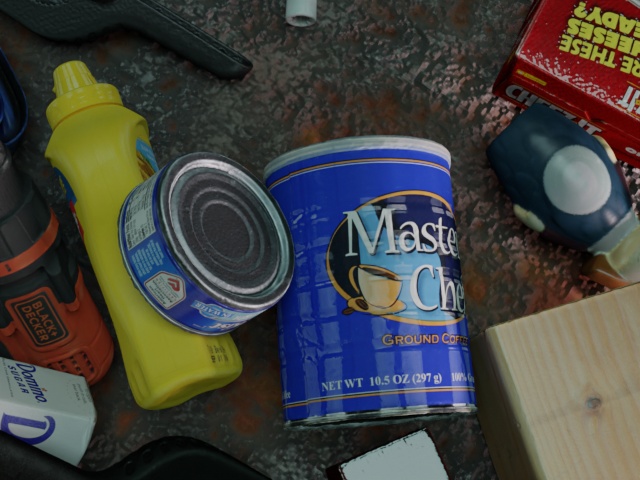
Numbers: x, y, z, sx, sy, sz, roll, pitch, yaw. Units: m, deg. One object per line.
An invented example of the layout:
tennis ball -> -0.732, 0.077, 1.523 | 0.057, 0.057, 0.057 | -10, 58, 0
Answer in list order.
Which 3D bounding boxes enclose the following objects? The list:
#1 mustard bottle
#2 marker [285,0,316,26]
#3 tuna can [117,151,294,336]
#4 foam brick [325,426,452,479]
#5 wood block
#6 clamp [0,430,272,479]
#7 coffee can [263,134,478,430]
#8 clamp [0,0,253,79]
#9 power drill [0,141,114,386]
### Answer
mustard bottle -> -0.101, -0.008, 0.568 | 0.058, 0.096, 0.191 | -22, 80, -3
marker -> -0.010, -0.191, 0.658 | 0.020, 0.020, 0.121 | 3, 77, -5
tuna can -> -0.053, 0.001, 0.516 | 0.086, 0.034, 0.086 | 28, 46, -34
foam brick -> 0.037, 0.133, 0.559 | 0.051, 0.078, 0.053 | -22, 78, -9
wood block -> 0.153, 0.137, 0.562 | 0.090, 0.090, 0.206 | -16, 79, -8
clamp -> -0.104, 0.138, 0.517 | 0.209, 0.036, 0.164 | -12, 105, -33
coffee can -> 0.025, 0.026, 0.569 | 0.102, 0.103, 0.140 | -4, 78, -6
clamp -> -0.117, -0.145, 0.620 | 0.171, 0.039, 0.120 | -7, 102, 6
power drill -> -0.213, 0.032, 0.521 | 0.187, 0.184, 0.057 | -20, 41, -3
